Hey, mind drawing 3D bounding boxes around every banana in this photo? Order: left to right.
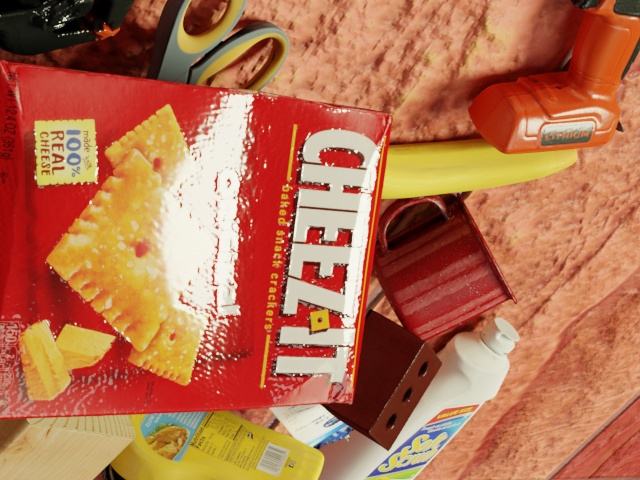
[{"bbox_3d":[0.086,-0.049,0.729,0.197,0.070,0.037,-8,99,-34],"label":"banana"}]

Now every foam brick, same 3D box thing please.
[{"bbox_3d":[0.042,0.100,0.765,0.078,0.051,0.053,-57,149,-11],"label":"foam brick"}]

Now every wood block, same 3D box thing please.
[{"bbox_3d":[-0.237,0.159,0.749,0.206,0.090,0.090,-45,140,21],"label":"wood block"}]

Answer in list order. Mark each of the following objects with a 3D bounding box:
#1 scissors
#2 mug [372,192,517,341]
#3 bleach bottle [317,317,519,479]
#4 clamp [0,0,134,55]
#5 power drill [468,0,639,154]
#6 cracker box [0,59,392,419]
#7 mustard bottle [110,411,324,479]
[{"bbox_3d":[-0.100,-0.079,0.566,0.201,0.016,0.096,-32,137,-25],"label":"scissors"},{"bbox_3d":[0.083,0.015,0.788,0.081,0.093,0.117,-28,122,8],"label":"mug"},{"bbox_3d":[0.083,0.163,0.981,0.102,0.068,0.251,16,123,-44],"label":"bleach bottle"},{"bbox_3d":[-0.129,-0.109,0.465,0.120,0.039,0.171,-24,177,-4],"label":"clamp"},{"bbox_3d":[0.161,-0.141,0.666,0.184,0.057,0.188,-6,138,-27],"label":"power drill"},{"bbox_3d":[-0.074,0.002,0.539,0.213,0.072,0.164,3,99,-33],"label":"cracker box"},{"bbox_3d":[-0.097,0.153,0.785,0.191,0.096,0.058,25,119,3],"label":"mustard bottle"}]
